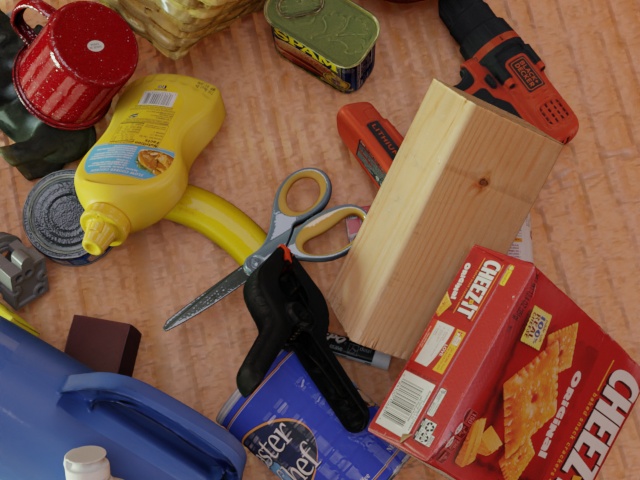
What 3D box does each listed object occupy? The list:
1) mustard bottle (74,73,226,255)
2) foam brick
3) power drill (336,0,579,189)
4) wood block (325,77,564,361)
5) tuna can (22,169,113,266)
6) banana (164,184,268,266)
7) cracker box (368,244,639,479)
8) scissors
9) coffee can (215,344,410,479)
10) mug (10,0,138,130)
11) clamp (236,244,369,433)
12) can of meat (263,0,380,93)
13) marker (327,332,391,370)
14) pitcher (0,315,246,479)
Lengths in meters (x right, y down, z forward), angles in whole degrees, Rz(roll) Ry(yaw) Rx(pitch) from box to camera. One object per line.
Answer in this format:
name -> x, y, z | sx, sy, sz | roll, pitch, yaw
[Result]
mustard bottle -> -0.156, -0.063, 0.919 | 0.096, 0.058, 0.191 | 7, 49, 17
foam brick -> -0.194, 0.109, 0.933 | 0.053, 0.051, 0.078 | 11, 79, 5
power drill -> 0.111, -0.127, 0.953 | 0.187, 0.057, 0.184 | -31, 72, -12
wood block -> 0.096, -0.011, 0.859 | 0.090, 0.090, 0.206 | 21, 104, -21
tuna can -> -0.225, -0.021, 0.968 | 0.086, 0.034, 0.086 | 0, 79, 2
banana -> -0.092, -0.002, 0.956 | 0.198, 0.037, 0.069 | 29, 75, 3
cracker box -> 0.157, 0.126, 0.839 | 0.072, 0.213, 0.164 | 22, 78, 49
scissors -> -0.056, 0.001, 0.930 | 0.201, 0.016, 0.096 | -20, 74, -6
coffee can -> -0.002, 0.159, 0.889 | 0.140, 0.103, 0.103 | 41, 83, 9
mug -> -0.216, -0.162, 0.918 | 0.117, 0.082, 0.093 | 46, 54, -10
clamp -> -0.015, 0.077, 0.851 | 0.120, 0.171, 0.039 | 35, 122, -28
can of meat -> 0.002, -0.184, 0.966 | 0.102, 0.084, 0.057 | 33, 82, 8
marker -> 0.004, 0.089, 0.945 | 0.121, 0.020, 0.020 | 15, 80, 5
pitcher -> -0.184, 0.160, 0.835 | 0.242, 0.145, 0.149 | 37, 83, -14
